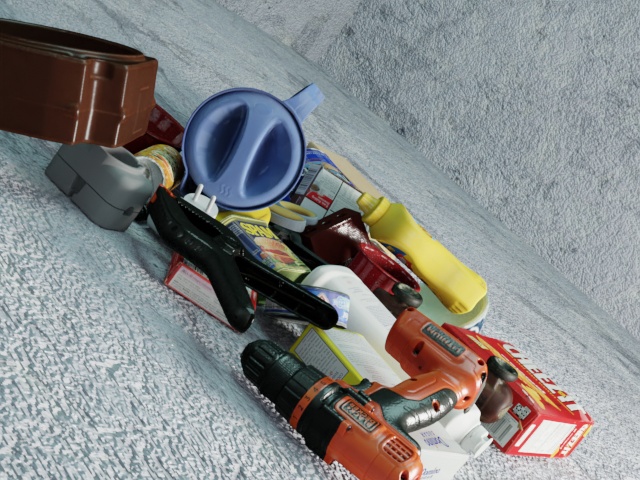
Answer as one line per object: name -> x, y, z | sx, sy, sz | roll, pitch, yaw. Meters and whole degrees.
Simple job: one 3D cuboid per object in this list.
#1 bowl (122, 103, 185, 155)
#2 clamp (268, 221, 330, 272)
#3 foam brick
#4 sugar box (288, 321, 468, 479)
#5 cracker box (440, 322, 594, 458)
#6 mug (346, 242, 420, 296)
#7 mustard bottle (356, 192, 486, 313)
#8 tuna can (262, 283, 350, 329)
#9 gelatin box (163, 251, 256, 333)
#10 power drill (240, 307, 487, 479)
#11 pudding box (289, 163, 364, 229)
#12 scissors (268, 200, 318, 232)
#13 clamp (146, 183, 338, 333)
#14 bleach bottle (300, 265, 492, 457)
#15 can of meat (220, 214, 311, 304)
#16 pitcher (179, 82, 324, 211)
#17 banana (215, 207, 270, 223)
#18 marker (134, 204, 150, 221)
bowl -> -0.232, -0.138, 1.273 | 0.162, 0.055, 0.162 | 35, 12, -9
clamp -> -0.058, 0.002, 1.285 | 0.120, 0.039, 0.172 | 22, 12, -38
foam brick -> 0.016, -0.001, 1.353 | 0.053, 0.078, 0.051 | 23, -44, 64
sugar box -> 0.053, 0.154, 1.012 | 0.093, 0.048, 0.176 | 20, 24, -49
cracker box -> 0.232, 0.188, 1.325 | 0.164, 0.072, 0.213 | 45, 14, 31
mug -> 0.056, 0.057, 1.295 | 0.093, 0.081, 0.117 | 30, 14, -29
mustard bottle -> 0.119, 0.009, 1.333 | 0.191, 0.058, 0.096 | 43, -1, -9
tuna can -> -0.013, 0.066, 1.076 | 0.086, 0.034, 0.086 | 9, -9, 1
gelatin box -> -0.104, 0.043, 1.022 | 0.089, 0.030, 0.073 | 34, 14, -12
power drill -> 0.045, 0.125, 0.930 | 0.184, 0.057, 0.187 | 39, 39, 21
pudding box -> 0.003, -0.031, 1.396 | 0.090, 0.113, 0.039 | 32, -5, -23
scissors -> -0.084, -0.055, 1.350 | 0.202, 0.016, 0.096 | 29, 17, 36
clamp -> -0.083, 0.020, 0.997 | 0.210, 0.036, 0.164 | 43, 16, 32
bleach bottle -> 0.081, 0.132, 1.137 | 0.251, 0.068, 0.102 | 45, 16, 21
can of meat -> -0.066, 0.023, 1.139 | 0.084, 0.057, 0.102 | 44, 14, 22
pitcher -> -0.081, -0.118, 1.248 | 0.149, 0.145, 0.243 | 5, 8, -5
banana -> -0.099, -0.023, 1.211 | 0.070, 0.037, 0.197 | 1, 12, 13
marker -> -0.168, -0.030, 1.136 | 0.020, 0.020, 0.121 | 40, 12, 13
